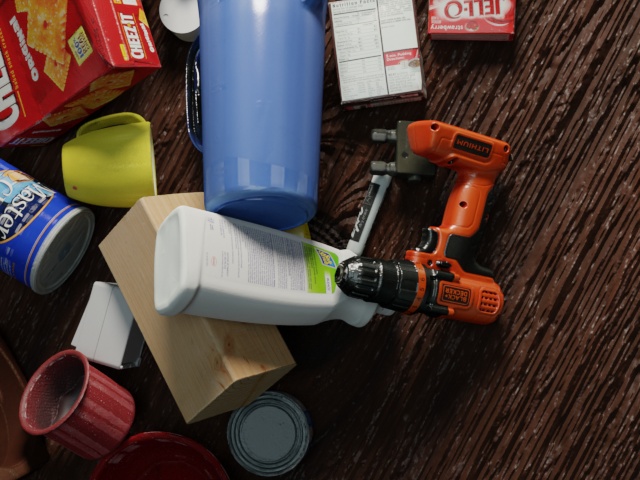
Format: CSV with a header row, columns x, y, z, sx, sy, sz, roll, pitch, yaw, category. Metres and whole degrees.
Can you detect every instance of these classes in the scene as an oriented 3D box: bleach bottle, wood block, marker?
x,y,z,sx,sy,sz,roll,pitch,yaw,category
-0.032,0.042,1.021,0.250,0.068,0.102,15,55,-30,bleach bottle
-0.124,0.062,1.059,0.091,0.090,0.206,-43,69,35,wood block
0.045,-0.015,1.106,0.020,0.020,0.121,21,89,9,marker

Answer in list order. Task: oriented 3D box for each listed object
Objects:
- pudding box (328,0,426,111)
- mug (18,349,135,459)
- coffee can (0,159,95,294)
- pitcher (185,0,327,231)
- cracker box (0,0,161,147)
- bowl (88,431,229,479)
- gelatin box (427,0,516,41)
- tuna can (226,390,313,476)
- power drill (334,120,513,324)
x,y,z,sx,sy,sz,roll,pitch,yaw,category
0.059,-0.197,1.108,0.090,0.039,0.113,-7,83,9,pudding box
-0.252,0.172,1.087,0.117,0.081,0.093,-13,50,33,mug
-0.324,-0.021,1.121,0.140,0.102,0.103,29,91,9,coffee can
-0.065,-0.134,1.052,0.145,0.149,0.243,1,71,-4,pitcher
-0.273,-0.208,1.093,0.214,0.071,0.164,-23,81,39,cracker box
-0.159,0.275,1.100,0.162,0.055,0.162,-1,86,9,bowl
0.157,-0.245,1.099,0.089,0.030,0.073,3,86,9,gelatin box
-0.051,0.197,1.100,0.086,0.033,0.086,-1,86,8,tuna can
0.108,-0.018,1.044,0.184,0.057,0.187,13,86,-27,power drill
